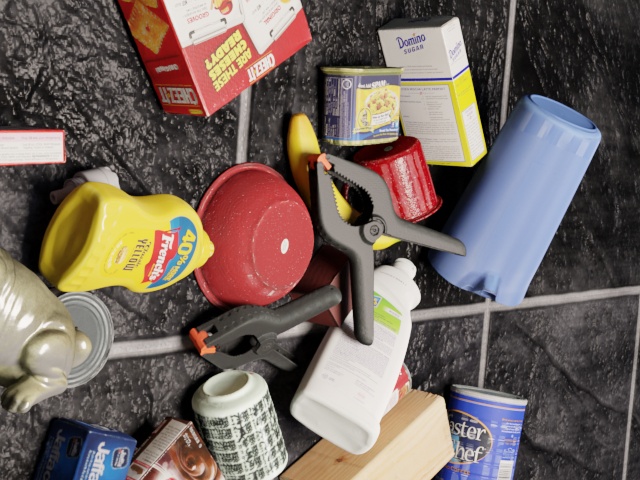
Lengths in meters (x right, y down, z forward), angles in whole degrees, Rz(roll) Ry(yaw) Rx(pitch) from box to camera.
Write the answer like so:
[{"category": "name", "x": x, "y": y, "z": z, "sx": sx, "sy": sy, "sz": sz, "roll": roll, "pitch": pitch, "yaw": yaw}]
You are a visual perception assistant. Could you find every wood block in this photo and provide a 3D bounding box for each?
[{"category": "wood block", "x": 0.058, "y": 0.264, "z": 1.253, "sx": 0.205, "sy": 0.091, "sz": 0.090, "roll": -33, "pitch": 120, "yaw": -40}]

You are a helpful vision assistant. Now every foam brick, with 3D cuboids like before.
[{"category": "foam brick", "x": 0.012, "y": 0.050, "z": 1.195, "sx": 0.078, "sy": 0.051, "sz": 0.053, "roll": -52, "pitch": 130, "yaw": -30}]

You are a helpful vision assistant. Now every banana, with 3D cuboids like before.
[{"category": "banana", "x": 0.017, "y": -0.051, "z": 1.173, "sx": 0.069, "sy": 0.037, "sz": 0.197, "roll": -47, "pitch": 111, "yaw": -4}]

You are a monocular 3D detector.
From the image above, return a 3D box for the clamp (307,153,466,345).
[{"category": "clamp", "x": 0.047, "y": -0.001, "z": 1.148, "sx": 0.210, "sy": 0.036, "sz": 0.164, "roll": 47, "pitch": 74, "yaw": -20}]

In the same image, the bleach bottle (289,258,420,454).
[{"category": "bleach bottle", "x": 0.060, "y": 0.115, "z": 1.211, "sx": 0.250, "sy": 0.102, "sz": 0.068, "roll": -58, "pitch": 178, "yaw": -42}]

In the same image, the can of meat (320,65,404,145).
[{"category": "can of meat", "x": 0.046, "y": -0.152, "z": 1.197, "sx": 0.101, "sy": 0.058, "sz": 0.084, "roll": -11, "pitch": 107, "yaw": -47}]

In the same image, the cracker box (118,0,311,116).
[{"category": "cracker box", "x": -0.110, "y": -0.248, "z": 0.992, "sx": 0.164, "sy": 0.072, "sz": 0.213, "roll": -43, "pitch": 127, "yaw": -35}]

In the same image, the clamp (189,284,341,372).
[{"category": "clamp", "x": -0.063, "y": 0.105, "z": 1.115, "sx": 0.171, "sy": 0.039, "sz": 0.120, "roll": -8, "pitch": 129, "yaw": -34}]

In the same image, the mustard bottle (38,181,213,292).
[{"category": "mustard bottle", "x": -0.161, "y": 0.002, "z": 0.970, "sx": 0.191, "sy": 0.058, "sz": 0.096, "roll": 7, "pitch": 115, "yaw": -59}]

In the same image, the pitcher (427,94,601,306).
[{"category": "pitcher", "x": 0.240, "y": -0.055, "z": 1.318, "sx": 0.144, "sy": 0.149, "sz": 0.243, "roll": -1, "pitch": 124, "yaw": -47}]

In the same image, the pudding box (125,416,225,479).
[{"category": "pudding box", "x": -0.142, "y": 0.239, "z": 1.028, "sx": 0.090, "sy": 0.039, "sz": 0.113, "roll": -48, "pitch": 129, "yaw": -33}]

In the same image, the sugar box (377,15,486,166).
[{"category": "sugar box", "x": 0.134, "y": -0.176, "z": 1.265, "sx": 0.048, "sy": 0.094, "sz": 0.176, "roll": -38, "pitch": 123, "yaw": -41}]

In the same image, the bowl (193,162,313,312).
[{"category": "bowl", "x": -0.057, "y": 0.001, "z": 1.106, "sx": 0.161, "sy": 0.055, "sz": 0.162, "roll": -11, "pitch": 105, "yaw": -48}]

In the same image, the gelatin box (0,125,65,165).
[{"category": "gelatin box", "x": -0.260, "y": -0.075, "z": 0.847, "sx": 0.089, "sy": 0.073, "sz": 0.030, "roll": -8, "pitch": 102, "yaw": -48}]

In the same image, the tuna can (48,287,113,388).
[{"category": "tuna can", "x": -0.227, "y": 0.085, "z": 0.942, "sx": 0.085, "sy": 0.034, "sz": 0.086, "roll": -10, "pitch": 104, "yaw": -48}]

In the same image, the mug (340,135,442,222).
[{"category": "mug", "x": 0.075, "y": -0.065, "z": 1.229, "sx": 0.117, "sy": 0.093, "sz": 0.081, "roll": -23, "pitch": 111, "yaw": -14}]

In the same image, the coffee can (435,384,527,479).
[{"category": "coffee can", "x": 0.212, "y": 0.271, "z": 1.420, "sx": 0.102, "sy": 0.103, "sz": 0.140, "roll": 13, "pitch": 87, "yaw": -49}]
